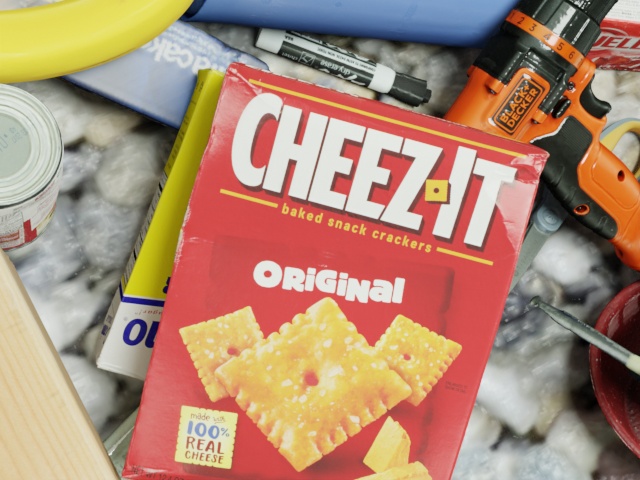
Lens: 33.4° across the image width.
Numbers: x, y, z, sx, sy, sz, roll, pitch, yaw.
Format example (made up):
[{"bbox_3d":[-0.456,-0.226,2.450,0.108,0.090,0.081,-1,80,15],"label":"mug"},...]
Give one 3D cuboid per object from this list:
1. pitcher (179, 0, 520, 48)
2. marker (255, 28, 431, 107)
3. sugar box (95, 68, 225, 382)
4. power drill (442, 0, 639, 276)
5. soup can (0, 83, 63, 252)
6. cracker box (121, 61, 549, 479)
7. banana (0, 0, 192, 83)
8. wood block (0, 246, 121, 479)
[{"bbox_3d":[0.038,-0.188,0.648,0.242,0.149,0.145,4,111,-23],"label":"pitcher"},{"bbox_3d":[0.017,-0.115,0.699,0.121,0.020,0.020,19,73,-11],"label":"marker"},{"bbox_3d":[-0.054,0.001,0.601,0.093,0.048,0.176,19,95,-15],"label":"sugar box"},{"bbox_3d":[0.179,-0.075,0.659,0.187,0.057,0.184,32,103,-18],"label":"power drill"},{"bbox_3d":[-0.176,-0.037,0.581,0.068,0.102,0.068,4,76,-15],"label":"soup can"},{"bbox_3d":[0.005,0.033,0.546,0.164,0.072,0.214,15,98,-3],"label":"cracker box"},{"bbox_3d":[-0.134,-0.121,0.556,0.197,0.037,0.069,-27,102,-12],"label":"banana"},{"bbox_3d":[-0.160,0.106,0.535,0.090,0.090,0.206,-27,75,-13],"label":"wood block"}]
